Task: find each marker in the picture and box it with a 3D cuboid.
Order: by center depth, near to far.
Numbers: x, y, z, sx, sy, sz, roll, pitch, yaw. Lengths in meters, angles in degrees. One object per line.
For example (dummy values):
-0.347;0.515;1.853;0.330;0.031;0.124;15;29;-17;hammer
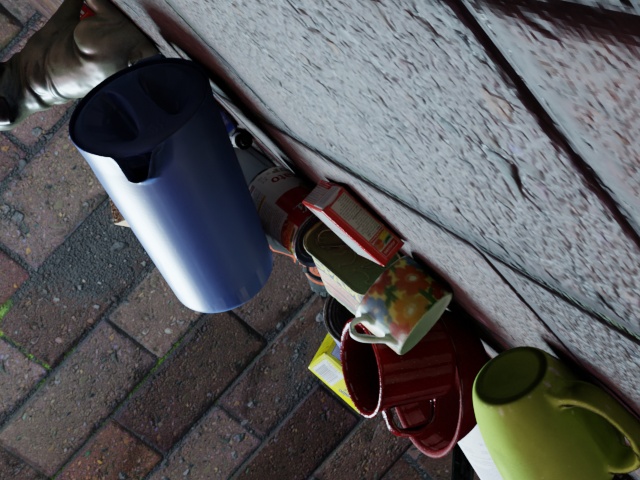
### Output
-0.094;-0.113;1.200;0.020;0.020;0.121;43;177;-14;marker

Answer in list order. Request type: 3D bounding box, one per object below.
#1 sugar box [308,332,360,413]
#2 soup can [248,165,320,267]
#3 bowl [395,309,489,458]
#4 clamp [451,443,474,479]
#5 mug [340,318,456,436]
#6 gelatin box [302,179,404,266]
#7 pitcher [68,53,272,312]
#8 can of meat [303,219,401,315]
0.059;0.130;1.385;0.093;0.048;0.176;43;-141;-8;sugar box
-0.026;-0.026;1.097;0.102;0.068;0.068;40;176;43;soup can
0.124;0.132;1.065;0.162;0.055;0.162;174;90;-69;bowl
0.173;0.188;1.298;0.209;0.036;0.164;-38;-64;-67;clamp
0.076;0.124;0.992;0.093;0.081;0.117;129;129;-62;mug
0.027;-0.017;0.920;0.073;0.030;0.089;42;177;-13;gelatin box
-0.130;-0.051;1.028;0.145;0.149;0.243;24;150;37;pitcher
0.038;0.032;1.035;0.102;0.057;0.084;40;165;32;can of meat
